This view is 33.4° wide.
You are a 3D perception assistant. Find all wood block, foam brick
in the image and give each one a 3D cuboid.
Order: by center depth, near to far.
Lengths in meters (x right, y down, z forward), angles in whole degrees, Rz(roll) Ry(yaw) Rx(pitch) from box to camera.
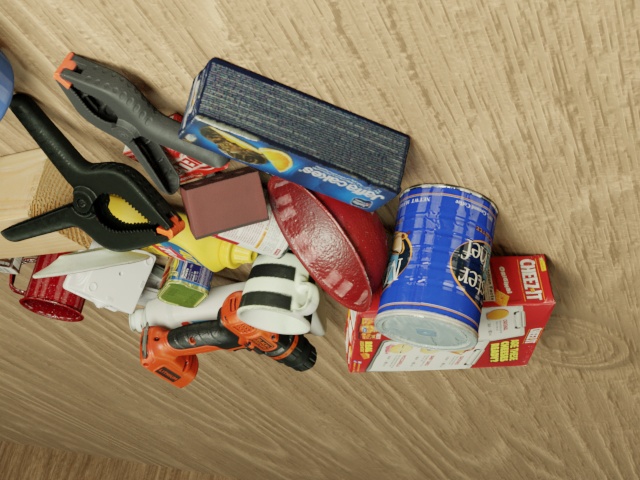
[{"bbox_3d":[-0.098,-0.039,1.070,0.078,0.051,0.053,-16,-166,-12],"label":"foam brick"},{"bbox_3d":[-0.352,-0.040,1.236,0.207,0.090,0.090,-6,153,40],"label":"wood block"}]

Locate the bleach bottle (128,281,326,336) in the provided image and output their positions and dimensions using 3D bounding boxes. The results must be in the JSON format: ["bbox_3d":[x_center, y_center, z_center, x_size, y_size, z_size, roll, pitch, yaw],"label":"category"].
[{"bbox_3d":[-0.123,0.095,1.394,0.251,0.068,0.102,-7,154,9],"label":"bleach bottle"}]

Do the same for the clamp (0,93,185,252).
[{"bbox_3d":[-0.232,-0.053,1.061,0.210,0.036,0.165,14,119,18],"label":"clamp"}]

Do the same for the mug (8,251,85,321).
[{"bbox_3d":[-0.382,0.059,1.516,0.117,0.081,0.093,13,159,-2],"label":"mug"}]

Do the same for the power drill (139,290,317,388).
[{"bbox_3d":[-0.117,0.133,1.343,0.188,0.057,0.184,-18,142,23],"label":"power drill"}]

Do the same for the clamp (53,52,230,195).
[{"bbox_3d":[-0.173,-0.104,0.990,0.171,0.039,0.120,37,145,-11],"label":"clamp"}]

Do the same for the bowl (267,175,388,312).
[{"bbox_3d":[0.017,-0.010,1.055,0.162,0.055,0.162,47,161,22],"label":"bowl"}]

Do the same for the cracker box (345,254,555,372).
[{"bbox_3d":[0.138,0.084,1.201,0.213,0.072,0.164,-3,150,-3],"label":"cracker box"}]

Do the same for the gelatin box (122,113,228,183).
[{"bbox_3d":[-0.143,-0.090,1.068,0.073,0.030,0.089,28,154,-36],"label":"gelatin box"}]

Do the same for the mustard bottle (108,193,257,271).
[{"bbox_3d":[-0.156,-0.004,1.213,0.192,0.058,0.096,13,165,26],"label":"mustard bottle"}]

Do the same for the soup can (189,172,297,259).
[{"bbox_3d":[-0.080,-0.027,1.142,0.102,0.068,0.069,19,158,-18],"label":"soup can"}]

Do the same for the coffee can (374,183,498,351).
[{"bbox_3d":[0.117,0.028,1.065,0.103,0.140,0.103,11,159,4],"label":"coffee can"}]

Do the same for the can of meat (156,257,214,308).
[{"bbox_3d":[-0.160,0.031,1.313,0.057,0.084,0.102,18,159,-14],"label":"can of meat"}]
